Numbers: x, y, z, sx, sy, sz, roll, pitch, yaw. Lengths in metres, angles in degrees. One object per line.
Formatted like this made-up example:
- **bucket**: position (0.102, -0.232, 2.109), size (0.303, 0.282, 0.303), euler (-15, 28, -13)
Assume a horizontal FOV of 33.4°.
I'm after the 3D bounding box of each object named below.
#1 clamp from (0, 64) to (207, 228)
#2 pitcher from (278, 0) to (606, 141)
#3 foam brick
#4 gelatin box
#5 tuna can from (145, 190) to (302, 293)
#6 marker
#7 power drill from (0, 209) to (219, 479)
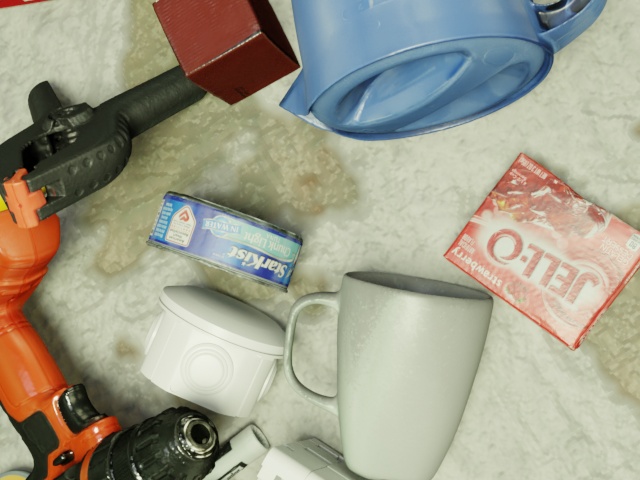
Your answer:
- **clamp**: position (-0.148, -0.061, 0.622), size (0.120, 0.171, 0.039), euler (-6, 116, 25)
- **pitcher**: position (0.046, -0.189, 0.588), size (0.149, 0.145, 0.243), euler (-6, 76, -23)
- **foam brick**: position (-0.054, -0.121, 0.630), size (0.053, 0.078, 0.051), euler (-27, 78, 11)
- **gelatin box**: position (0.125, 0.007, 0.589), size (0.089, 0.030, 0.073), euler (38, 94, 17)
- **tuna can**: position (-0.054, 0.001, 0.611), size (0.086, 0.086, 0.034), euler (18, 87, 17)
- **marker**: position (-0.083, 0.151, 0.634), size (0.121, 0.020, 0.020), euler (-37, 75, 8)
- **power drill**: position (-0.143, 0.077, 0.593), size (0.185, 0.057, 0.188), euler (-38, 75, 41)
